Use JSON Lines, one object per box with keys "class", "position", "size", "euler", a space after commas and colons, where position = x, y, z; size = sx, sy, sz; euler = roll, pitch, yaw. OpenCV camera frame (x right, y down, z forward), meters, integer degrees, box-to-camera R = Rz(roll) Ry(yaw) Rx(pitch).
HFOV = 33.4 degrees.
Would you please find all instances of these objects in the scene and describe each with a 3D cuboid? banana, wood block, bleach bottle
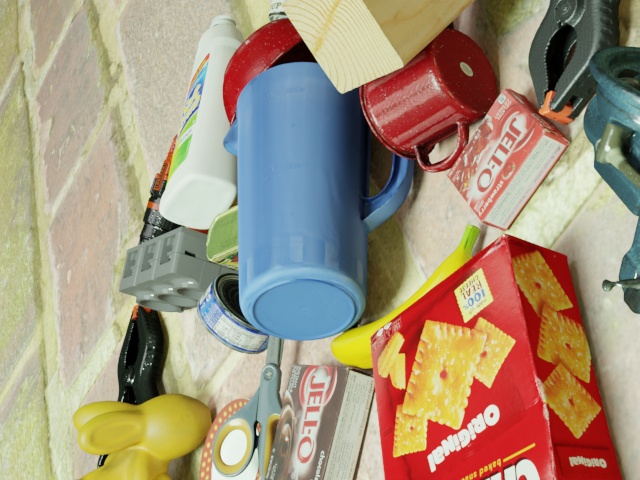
{"class": "banana", "position": [0.068, 0.066, 0.888], "size": [0.198, 0.037, 0.069], "euler": [-42, 17, 38]}
{"class": "wood block", "position": [0.078, -0.223, 0.881], "size": [0.205, 0.090, 0.091], "euler": [-45, 17, -29]}
{"class": "bleach bottle", "position": [-0.121, -0.143, 1.181], "size": [0.103, 0.068, 0.251], "euler": [-45, 34, 49]}

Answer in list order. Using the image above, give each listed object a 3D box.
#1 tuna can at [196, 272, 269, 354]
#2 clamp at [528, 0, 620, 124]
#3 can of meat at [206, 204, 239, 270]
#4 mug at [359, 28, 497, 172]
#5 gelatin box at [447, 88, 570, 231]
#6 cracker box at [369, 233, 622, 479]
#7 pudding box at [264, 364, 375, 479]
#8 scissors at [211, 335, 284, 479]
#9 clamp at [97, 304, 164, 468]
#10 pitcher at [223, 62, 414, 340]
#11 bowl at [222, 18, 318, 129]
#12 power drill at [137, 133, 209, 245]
{"class": "tuna can", "position": [-0.080, 0.073, 1.078], "size": [0.034, 0.086, 0.086], "euler": [-54, 33, 26]}
{"class": "clamp", "position": [0.203, -0.175, 0.797], "size": [0.120, 0.039, 0.171], "euler": [-10, 71, 62]}
{"class": "can of meat", "position": [-0.057, 0.001, 1.084], "size": [0.102, 0.083, 0.057], "euler": [-22, 55, 53]}
{"class": "mug", "position": [0.095, -0.115, 0.897], "size": [0.082, 0.093, 0.117], "euler": [-27, 63, 45]}
{"class": "gelatin box", "position": [0.145, -0.064, 0.837], "size": [0.089, 0.030, 0.073], "euler": [-58, 32, 22]}
{"class": "cracker box", "position": [0.112, 0.128, 0.736], "size": [0.164, 0.072, 0.213], "euler": [-42, 41, 42]}
{"class": "pudding box", "position": [-0.001, 0.166, 0.937], "size": [0.090, 0.039, 0.113], "euler": [-8, 67, 57]}
{"class": "scissors", "position": [-0.064, 0.140, 1.021], "size": [0.096, 0.016, 0.202], "euler": [-15, 66, 15]}
{"class": "clamp", "position": [-0.219, 0.172, 1.303], "size": [0.165, 0.036, 0.210], "euler": [-30, 48, 50]}
{"class": "pitcher", "position": [-0.005, -0.038, 0.964], "size": [0.149, 0.144, 0.243], "euler": [-51, 30, 44]}
{"class": "bowl", "position": [-0.047, -0.175, 1.097], "size": [0.055, 0.161, 0.162], "euler": [47, 121, 13]}
{"class": "power drill", "position": [-0.164, -0.045, 1.318], "size": [0.188, 0.057, 0.184], "euler": [12, 83, 61]}
